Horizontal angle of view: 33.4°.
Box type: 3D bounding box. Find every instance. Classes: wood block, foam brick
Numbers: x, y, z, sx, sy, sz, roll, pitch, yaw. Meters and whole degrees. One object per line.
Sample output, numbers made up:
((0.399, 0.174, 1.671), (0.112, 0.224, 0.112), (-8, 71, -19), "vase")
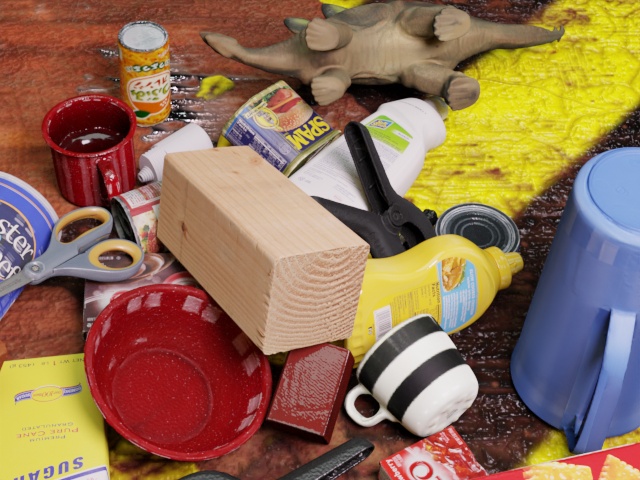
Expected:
((-0.057, 0.001, 0.922), (0.090, 0.091, 0.206), (-8, 32, -32), "wood block")
((-0.008, 0.125, 0.897), (0.051, 0.053, 0.078), (16, 74, 11), "foam brick")

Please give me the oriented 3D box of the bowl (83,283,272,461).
((-0.124, 0.118, 0.893), (0.162, 0.055, 0.162), (14, 52, -19), "bowl")

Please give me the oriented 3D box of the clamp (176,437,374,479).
((-0.052, 0.218, 0.837), (0.210, 0.036, 0.164), (8, 51, 3), "clamp")

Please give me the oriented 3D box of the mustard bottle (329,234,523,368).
((0.098, 0.045, 0.964), (0.191, 0.096, 0.058), (-17, 31, -18), "mustard bottle")

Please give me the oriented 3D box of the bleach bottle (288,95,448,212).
((0.060, -0.076, 1.099), (0.103, 0.068, 0.250), (33, 51, 20), "bleach bottle")

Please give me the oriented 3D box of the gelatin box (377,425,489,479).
((0.100, 0.203, 0.865), (0.073, 0.030, 0.089), (-22, 52, -22), "gelatin box")

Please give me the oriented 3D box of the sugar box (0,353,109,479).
((-0.218, 0.176, 0.861), (0.093, 0.048, 0.176), (-6, 47, -9), "sugar box")

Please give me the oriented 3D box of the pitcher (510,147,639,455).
((0.238, 0.052, 0.868), (0.144, 0.243, 0.149), (-23, 52, -21), "pitcher")

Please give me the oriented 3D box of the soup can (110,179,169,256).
((-0.143, -0.027, 1.036), (0.102, 0.068, 0.069), (-22, 53, -22), "soup can")

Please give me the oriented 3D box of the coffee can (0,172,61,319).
((-0.313, 0.020, 0.960), (0.103, 0.103, 0.140), (17, 49, 11), "coffee can")

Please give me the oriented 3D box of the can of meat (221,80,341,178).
((-0.041, -0.109, 1.095), (0.084, 0.058, 0.101), (44, 39, 5), "can of meat")

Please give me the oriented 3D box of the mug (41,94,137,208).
((-0.223, -0.079, 1.069), (0.093, 0.081, 0.117), (-20, 52, -21), "mug")

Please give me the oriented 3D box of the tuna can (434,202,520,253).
((0.152, 0.003, 1.049), (0.086, 0.034, 0.086), (2, 48, -2), "tuna can")

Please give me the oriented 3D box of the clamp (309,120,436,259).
((0.051, -0.016, 0.991), (0.171, 0.039, 0.120), (51, 56, -12), "clamp")

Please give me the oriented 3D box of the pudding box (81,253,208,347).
((-0.159, 0.056, 0.978), (0.113, 0.039, 0.090), (-2, 48, -6), "pudding box")

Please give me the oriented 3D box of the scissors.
((-0.228, 0.033, 0.928), (0.096, 0.016, 0.201), (28, 39, 6), "scissors")
